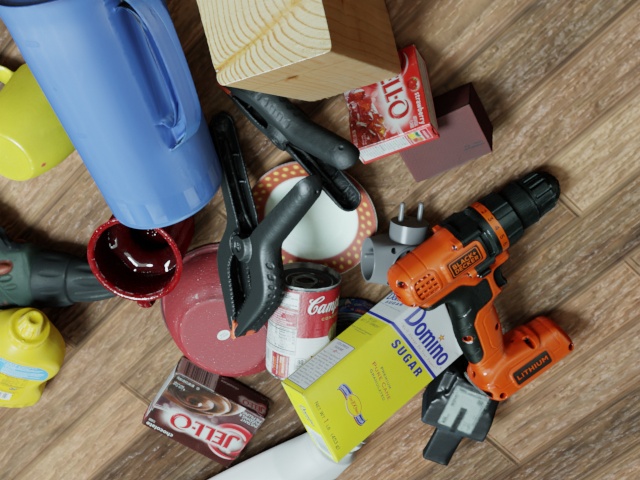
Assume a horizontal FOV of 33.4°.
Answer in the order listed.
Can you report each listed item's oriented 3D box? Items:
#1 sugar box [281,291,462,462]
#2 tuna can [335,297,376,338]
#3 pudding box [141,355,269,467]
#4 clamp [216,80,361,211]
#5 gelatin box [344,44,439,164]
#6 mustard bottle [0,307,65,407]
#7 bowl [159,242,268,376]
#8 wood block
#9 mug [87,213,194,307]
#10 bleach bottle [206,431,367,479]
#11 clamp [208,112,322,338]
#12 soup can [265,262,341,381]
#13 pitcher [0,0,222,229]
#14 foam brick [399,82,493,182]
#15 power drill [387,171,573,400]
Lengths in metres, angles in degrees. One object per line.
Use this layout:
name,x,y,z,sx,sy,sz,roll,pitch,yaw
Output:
sugar box,0.054,0.123,1.035,0.176,0.048,0.093,-37,123,-19
tuna can,0.032,0.102,1.098,0.086,0.033,0.086,4,120,7
pudding box,-0.125,0.188,1.170,0.113,0.039,0.090,30,120,-8
clamp,-0.024,-0.100,0.947,0.171,0.039,0.120,42,162,6
gelatin box,0.060,-0.121,0.938,0.073,0.089,0.030,-18,151,20
mustard bottle,-0.317,0.116,1.106,0.096,0.058,0.192,24,146,-16
bowl,-0.093,0.085,1.097,0.162,0.055,0.162,4,119,7
wood block,-0.011,-0.168,0.842,0.091,0.205,0.090,-15,90,18
mug,-0.171,0.010,1.051,0.093,0.081,0.117,2,119,8
bleach bottle,-0.059,0.266,1.174,0.251,0.068,0.102,-34,152,23
clamp,-0.056,0.001,0.985,0.036,0.165,0.210,-11,115,-34
soup can,-0.017,0.080,1.040,0.068,0.068,0.102,7,110,5
pitcher,-0.163,-0.128,0.904,0.145,0.149,0.243,-14,126,8
foam brick,0.111,-0.097,0.963,0.078,0.051,0.053,-21,115,20
power drill,0.172,0.046,1.011,0.184,0.057,0.187,-33,118,-5
